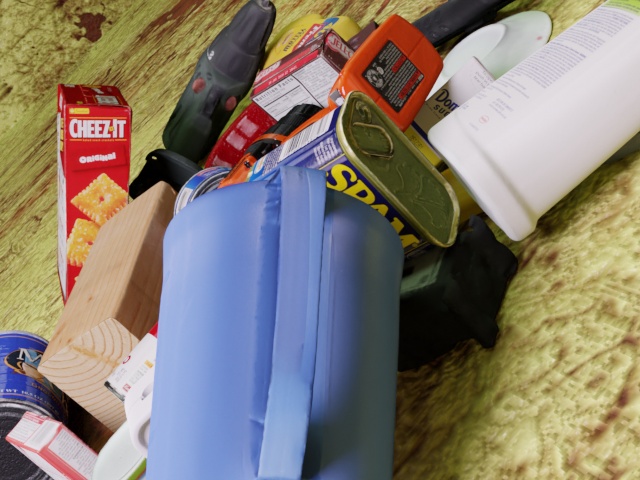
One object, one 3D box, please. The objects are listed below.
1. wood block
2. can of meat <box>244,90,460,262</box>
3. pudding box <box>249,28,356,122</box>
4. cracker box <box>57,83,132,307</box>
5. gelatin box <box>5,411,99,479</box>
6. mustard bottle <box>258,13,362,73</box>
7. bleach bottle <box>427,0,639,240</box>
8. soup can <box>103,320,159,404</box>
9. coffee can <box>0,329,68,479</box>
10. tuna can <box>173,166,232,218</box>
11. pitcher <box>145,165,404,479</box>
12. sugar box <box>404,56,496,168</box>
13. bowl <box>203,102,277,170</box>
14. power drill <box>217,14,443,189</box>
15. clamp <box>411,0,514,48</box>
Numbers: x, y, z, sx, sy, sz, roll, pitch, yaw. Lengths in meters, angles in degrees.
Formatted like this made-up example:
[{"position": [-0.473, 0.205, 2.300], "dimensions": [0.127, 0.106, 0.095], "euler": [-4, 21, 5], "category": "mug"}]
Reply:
[{"position": [-0.156, 0.051, 0.925], "dimensions": [0.090, 0.090, 0.206], "euler": [-34, 25, 24], "category": "wood block"}, {"position": [0.017, -0.024, 0.625], "dimensions": [0.084, 0.102, 0.057], "euler": [-30, 27, 33], "category": "can of meat"}, {"position": [0.011, -0.114, 0.897], "dimensions": [0.090, 0.113, 0.039], "euler": [-23, 37, 41], "category": "pudding box"}, {"position": [-0.231, -0.044, 1.088], "dimensions": [0.164, 0.072, 0.214], "euler": [-136, 48, -68], "category": "cracker box"}, {"position": [-0.193, 0.166, 0.814], "dimensions": [0.030, 0.073, 0.089], "euler": [-53, 23, -22], "category": "gelatin box"}, {"position": [0.000, -0.193, 1.124], "dimensions": [0.096, 0.058, 0.192], "euler": [-48, 23, -4], "category": "mustard bottle"}, {"position": [0.184, -0.110, 0.621], "dimensions": [0.251, 0.068, 0.102], "euler": [-38, 22, 6], "category": "bleach bottle"}, {"position": [-0.103, 0.090, 0.797], "dimensions": [0.102, 0.068, 0.069], "euler": [-49, 23, -12], "category": "soup can"}, {"position": [-0.272, 0.152, 0.932], "dimensions": [0.103, 0.102, 0.140], "euler": [-43, 23, 4], "category": "coffee can"}, {"position": [-0.083, -0.021, 0.931], "dimensions": [0.086, 0.086, 0.034], "euler": [-49, 24, -11], "category": "tuna can"}, {"position": [-0.023, 0.093, 0.513], "dimensions": [0.145, 0.149, 0.243], "euler": [-23, 46, 29], "category": "pitcher"}, {"position": [0.056, -0.055, 0.777], "dimensions": [0.176, 0.048, 0.093], "euler": [-41, 1, 4], "category": "sugar box"}, {"position": [-0.036, -0.096, 1.021], "dimensions": [0.162, 0.055, 0.162], "euler": [-36, 24, 19], "category": "bowl"}, {"position": [0.003, -0.078, 0.764], "dimensions": [0.188, 0.057, 0.184], "euler": [-38, 14, 43], "category": "power drill"}, {"position": [0.125, -0.195, 0.894], "dimensions": [0.164, 0.036, 0.210], "euler": [-30, 5, -42], "category": "clamp"}]
